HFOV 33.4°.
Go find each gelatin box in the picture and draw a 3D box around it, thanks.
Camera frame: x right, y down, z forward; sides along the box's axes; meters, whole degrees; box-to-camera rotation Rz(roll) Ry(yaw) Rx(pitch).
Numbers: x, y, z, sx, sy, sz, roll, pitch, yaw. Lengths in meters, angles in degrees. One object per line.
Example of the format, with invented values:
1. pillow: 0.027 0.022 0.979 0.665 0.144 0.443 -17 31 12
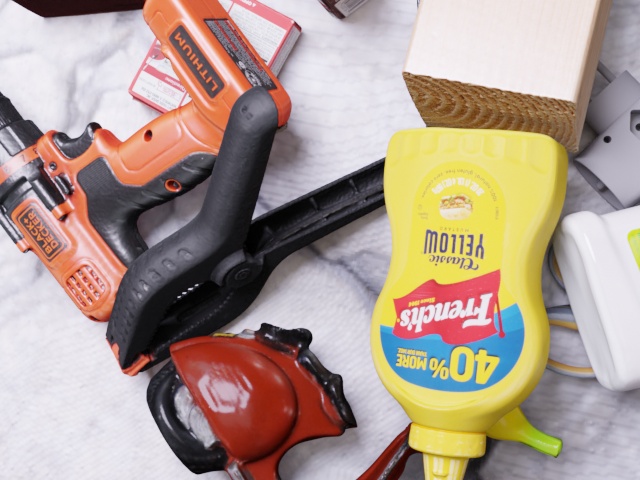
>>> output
1. gelatin box: -0.065 -0.109 0.653 0.073 0.030 0.089 29 95 8

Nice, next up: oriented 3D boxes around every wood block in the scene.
1. wood block: 0.117 -0.164 0.580 0.091 0.090 0.206 12 81 17

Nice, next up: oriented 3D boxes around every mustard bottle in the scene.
1. mustard bottle: 0.075 0.038 0.573 0.096 0.058 0.191 5 88 24

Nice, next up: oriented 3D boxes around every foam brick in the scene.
1. foam brick: -0.147 -0.171 0.656 0.078 0.053 0.051 -3 87 7

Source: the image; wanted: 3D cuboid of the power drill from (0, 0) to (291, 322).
1. power drill: -0.124 -0.069 0.625 0.188 0.057 0.184 -38 90 24

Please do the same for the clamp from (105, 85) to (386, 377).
1. clamp: -0.054 0.001 0.599 0.210 0.164 0.036 -40 61 14
